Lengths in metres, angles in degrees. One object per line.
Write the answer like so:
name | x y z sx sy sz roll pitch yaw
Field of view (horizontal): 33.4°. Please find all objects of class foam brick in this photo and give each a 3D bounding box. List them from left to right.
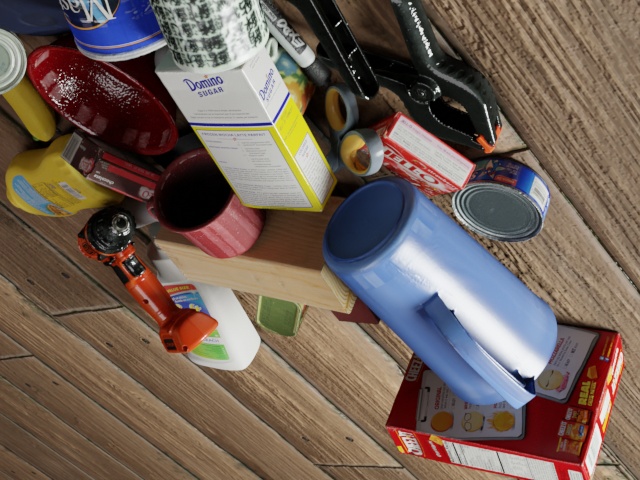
foam brick | 0.044 0.045 1.150 0.053 0.078 0.051 3 141 32

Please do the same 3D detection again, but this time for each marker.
marker | -0.030 -0.177 0.921 0.020 0.020 0.121 -9 136 43

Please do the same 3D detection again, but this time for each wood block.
wood block | -0.057 0.002 1.126 0.206 0.090 0.090 10 152 29

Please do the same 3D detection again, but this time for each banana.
banana | -0.333 -0.166 1.135 0.070 0.037 0.197 5 144 29

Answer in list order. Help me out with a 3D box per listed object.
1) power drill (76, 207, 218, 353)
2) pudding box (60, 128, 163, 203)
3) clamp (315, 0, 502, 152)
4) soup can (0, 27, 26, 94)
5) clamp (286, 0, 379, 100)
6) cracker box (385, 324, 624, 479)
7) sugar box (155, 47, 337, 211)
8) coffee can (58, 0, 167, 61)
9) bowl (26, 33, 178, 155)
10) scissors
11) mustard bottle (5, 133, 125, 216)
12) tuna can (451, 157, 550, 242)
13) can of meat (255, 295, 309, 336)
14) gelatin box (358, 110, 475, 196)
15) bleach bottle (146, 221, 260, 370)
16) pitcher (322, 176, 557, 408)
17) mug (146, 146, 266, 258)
power drill | -0.199 0.042 1.218 0.187 0.057 0.185 52 162 -8
pudding box | -0.214 -0.076 1.122 0.089 0.039 0.114 25 -174 -31
clamp | 0.089 -0.140 0.877 0.171 0.039 0.120 31 152 -10
soup can | -0.322 -0.185 1.021 0.068 0.068 0.102 48 180 -34
clamp | -0.013 -0.205 0.823 0.210 0.036 0.165 30 142 7
cracker box | 0.199 0.166 1.141 0.214 0.164 0.072 6 143 28
sugar box | -0.061 -0.099 0.934 0.093 0.048 0.176 5 141 31
coffee can | -0.169 -0.229 0.843 0.103 0.102 0.140 9 138 25
bowl | -0.200 -0.152 1.033 0.162 0.055 0.162 21 156 10
scissors | 0.010 -0.094 1.011 0.202 0.016 0.096 -2 108 71
mustard bottle | -0.312 -0.068 1.248 0.192 0.058 0.096 -11 140 44
tuna can | 0.166 -0.037 0.981 0.086 0.033 0.086 18 149 11
can of meat | -0.034 0.051 1.208 0.057 0.084 0.102 21 149 6
gelatin box | 0.085 -0.076 0.962 0.089 0.030 0.073 32 168 -13
bleach bottle | -0.161 0.066 1.345 0.103 0.068 0.250 8 143 28
pitcher | 0.117 0.053 1.025 0.149 0.145 0.242 -2 145 47
mug | -0.116 -0.032 1.061 0.117 0.093 0.081 -7 153 23
